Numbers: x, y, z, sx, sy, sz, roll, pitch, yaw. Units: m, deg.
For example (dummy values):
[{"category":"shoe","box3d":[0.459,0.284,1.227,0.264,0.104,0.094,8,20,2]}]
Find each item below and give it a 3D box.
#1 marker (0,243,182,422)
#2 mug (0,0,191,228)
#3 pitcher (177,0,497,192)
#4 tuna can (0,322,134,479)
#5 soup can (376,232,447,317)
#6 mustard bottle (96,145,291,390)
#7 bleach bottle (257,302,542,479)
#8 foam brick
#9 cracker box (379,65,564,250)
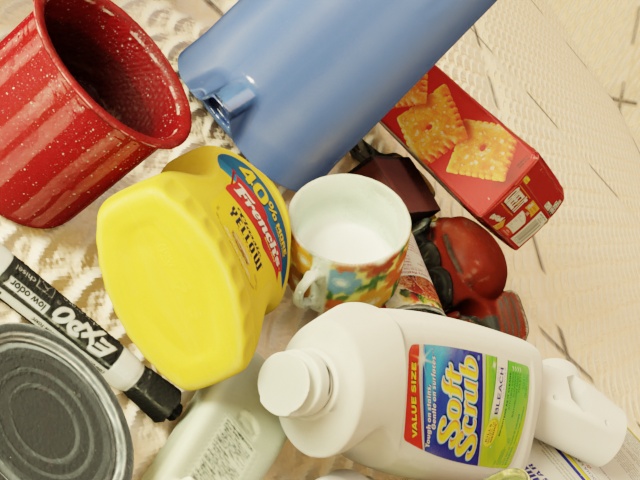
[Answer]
[{"category":"marker","box3d":[-0.106,0.041,0.468,0.121,0.020,0.020,44,26,-23]},{"category":"mug","box3d":[-0.115,-0.059,0.506,0.093,0.082,0.117,60,24,12]},{"category":"pitcher","box3d":[0.033,-0.157,0.720,0.144,0.243,0.149,35,24,-35]},{"category":"tuna can","box3d":[-0.111,0.074,0.396,0.086,0.034,0.086,42,26,-27]},{"category":"soup can","box3d":[0.036,0.024,0.701,0.068,0.069,0.102,29,33,-45]},{"category":"mustard bottle","box3d":[-0.053,0.001,0.555,0.096,0.058,0.191,64,13,-9]},{"category":"bleach bottle","box3d":[0.046,0.089,0.583,0.250,0.068,0.102,15,87,-58]},{"category":"foam brick","box3d":[0.047,-0.029,0.814,0.051,0.053,0.078,59,25,11]},{"category":"cracker box","box3d":[0.100,-0.098,0.893,0.214,0.072,0.164,48,9,21]}]
